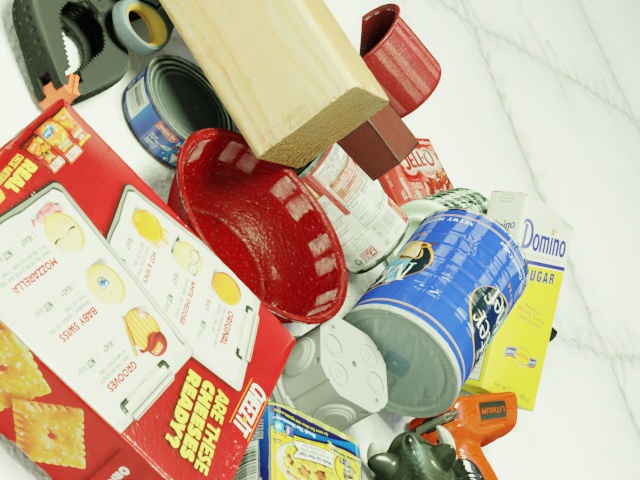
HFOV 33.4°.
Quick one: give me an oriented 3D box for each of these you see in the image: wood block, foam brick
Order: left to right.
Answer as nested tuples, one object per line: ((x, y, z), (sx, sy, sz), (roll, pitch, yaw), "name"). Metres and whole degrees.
((-0.049, -0.165, 0.788), (0.206, 0.090, 0.090), (58, 16, 12), "wood block")
((0.036, -0.078, 0.935), (0.051, 0.078, 0.053), (53, 32, -7), "foam brick")

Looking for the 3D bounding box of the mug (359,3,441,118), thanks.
((0.060, -0.163, 1.048), (0.081, 0.093, 0.117), (44, 64, -26), "mug")

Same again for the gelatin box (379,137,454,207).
((0.091, -0.064, 1.041), (0.089, 0.030, 0.073), (-3, 63, -54), "gelatin box")

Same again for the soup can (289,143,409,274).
((0.016, -0.030, 0.873), (0.102, 0.069, 0.068), (44, 33, -18), "soup can")

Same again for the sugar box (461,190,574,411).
((0.170, 0.054, 0.940), (0.093, 0.048, 0.176), (28, 75, -46), "sugar box")

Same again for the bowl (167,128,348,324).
((-0.055, 0.001, 0.757), (0.162, 0.055, 0.162), (36, 33, -28), "bowl")

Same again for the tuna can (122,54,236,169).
((-0.106, -0.095, 0.803), (0.086, 0.034, 0.086), (34, 38, -31), "tuna can")

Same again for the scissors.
((-0.110, -0.164, 0.838), (0.201, 0.016, 0.096), (32, 44, -55), "scissors")

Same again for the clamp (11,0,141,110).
((-0.170, -0.169, 0.784), (0.164, 0.036, 0.210), (31, 40, -42), "clamp")

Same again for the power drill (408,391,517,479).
((0.154, 0.215, 0.842), (0.184, 0.057, 0.188), (7, 55, -50), "power drill")

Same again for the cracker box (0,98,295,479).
((-0.128, 0.046, 0.610), (0.213, 0.072, 0.164), (47, 33, -14), "cracker box")

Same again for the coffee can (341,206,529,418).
((0.089, 0.054, 0.830), (0.103, 0.103, 0.140), (50, 47, -8), "coffee can")

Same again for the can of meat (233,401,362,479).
((-0.017, 0.158, 0.668), (0.102, 0.058, 0.084), (32, 37, -32), "can of meat")
